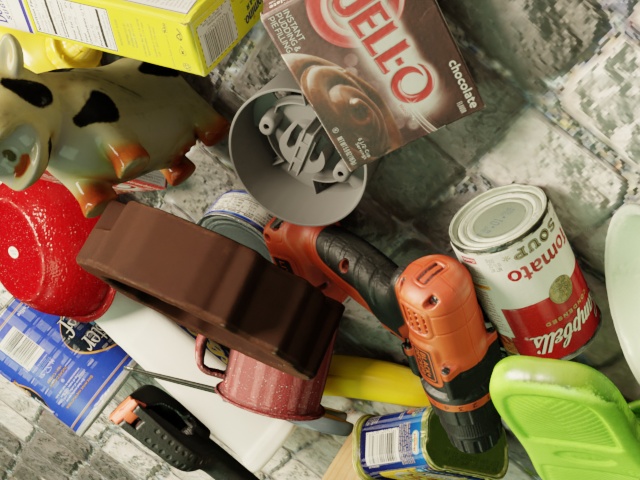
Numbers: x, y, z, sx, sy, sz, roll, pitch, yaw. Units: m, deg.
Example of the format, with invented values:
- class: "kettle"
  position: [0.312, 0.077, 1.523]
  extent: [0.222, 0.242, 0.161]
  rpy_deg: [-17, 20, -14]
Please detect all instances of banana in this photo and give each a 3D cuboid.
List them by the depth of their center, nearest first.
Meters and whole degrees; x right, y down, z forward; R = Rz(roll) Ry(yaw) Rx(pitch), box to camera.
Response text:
- class: "banana"
  position: [0.028, 0.120, 0.917]
  extent: [0.069, 0.037, 0.198]
  rpy_deg: [25, 160, -39]

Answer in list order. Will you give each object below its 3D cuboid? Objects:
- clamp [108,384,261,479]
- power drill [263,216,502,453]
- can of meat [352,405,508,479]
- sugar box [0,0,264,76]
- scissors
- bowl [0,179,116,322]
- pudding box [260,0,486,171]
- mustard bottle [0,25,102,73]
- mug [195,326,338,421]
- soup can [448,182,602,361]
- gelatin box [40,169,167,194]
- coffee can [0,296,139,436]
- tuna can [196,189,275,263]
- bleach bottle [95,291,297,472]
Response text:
- class: "clamp"
  position: [-0.126, 0.176, 0.998]
  extent: [0.209, 0.036, 0.165]
  rpy_deg: [40, -173, -48]
- class: "power drill"
  position: [0.049, 0.054, 0.753]
  extent: [0.188, 0.057, 0.184]
  rpy_deg: [32, 151, 40]
- class: "can of meat"
  position: [0.091, 0.170, 0.874]
  extent: [0.101, 0.057, 0.084]
  rpy_deg: [18, 154, -35]
- class: "sugar box"
  position: [-0.124, -0.160, 0.670]
  extent: [0.176, 0.093, 0.048]
  rpy_deg: [16, 140, 27]
- class: "scissors"
  position: [-0.057, 0.135, 0.891]
  extent: [0.201, 0.016, 0.096]
  rpy_deg: [17, 177, -28]
- class: "bowl"
  position: [-0.246, 0.002, 0.934]
  extent: [0.162, 0.055, 0.162]
  rpy_deg: [17, 116, 40]
- class: "pudding box"
  position: [0.031, -0.108, 0.613]
  extent: [0.090, 0.039, 0.113]
  rpy_deg: [-24, 121, 15]
- class: "mustard bottle"
  position: [-0.221, -0.126, 0.821]
  extent: [0.096, 0.058, 0.192]
  rpy_deg: [48, 143, -19]
- class: "mug"
  position: [-0.043, 0.090, 0.865]
  extent: [0.117, 0.081, 0.093]
  rpy_deg: [12, -173, -13]
- class: "soup can"
  position: [0.132, 0.022, 0.685]
  extent: [0.069, 0.068, 0.102]
  rpy_deg: [-2, 130, 41]
- class: "gelatin box"
  position: [-0.177, -0.059, 0.845]
  extent: [0.073, 0.030, 0.089]
  rpy_deg: [-3, 168, 41]
- class: "coffee can"
  position: [-0.271, 0.120, 1.106]
  extent: [0.140, 0.102, 0.103]
  rpy_deg: [38, 145, -2]
- class: "tuna can"
  position: [-0.056, 0.001, 0.848]
  extent: [0.086, 0.033, 0.086]
  rpy_deg: [23, 143, 18]
- class: "bleach bottle"
  position: [-0.134, 0.104, 0.985]
  extent: [0.251, 0.068, 0.102]
  rpy_deg: [40, -178, -3]
